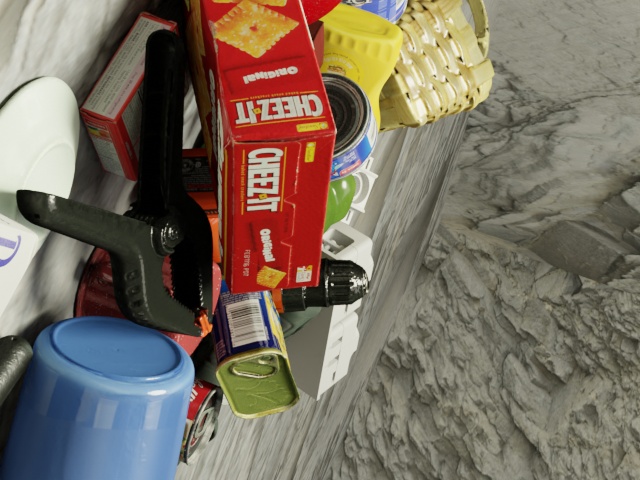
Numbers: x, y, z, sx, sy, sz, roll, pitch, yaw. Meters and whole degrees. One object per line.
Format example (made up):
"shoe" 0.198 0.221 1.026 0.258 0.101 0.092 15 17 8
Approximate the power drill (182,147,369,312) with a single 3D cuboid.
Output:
"power drill" -0.056 0.001 0.883 0.187 0.184 0.057 81 8 -54

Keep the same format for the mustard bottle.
"mustard bottle" 0.012 -0.129 1.030 0.058 0.096 0.192 -65 171 -50

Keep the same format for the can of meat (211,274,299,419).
"can of meat" -0.057 0.085 0.876 0.102 0.057 0.084 75 0 -55

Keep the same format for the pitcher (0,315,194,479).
"pitcher" -0.160 0.185 0.733 0.145 0.149 0.243 -42 150 -70

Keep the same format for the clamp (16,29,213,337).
"clamp" -0.115 -0.005 0.679 0.164 0.036 0.210 -54 145 -43

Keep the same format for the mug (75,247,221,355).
"mug" -0.129 0.039 0.800 0.117 0.081 0.093 70 41 -74

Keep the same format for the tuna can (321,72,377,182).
"tuna can" 0.001 -0.091 0.852 0.086 0.086 0.033 -66 158 -19

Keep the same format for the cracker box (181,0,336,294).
"cracker box" -0.048 -0.096 0.727 0.164 0.072 0.214 96 -15 -54

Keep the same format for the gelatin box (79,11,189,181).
"gelatin box" -0.123 -0.097 0.718 0.073 0.030 0.089 87 26 -63
